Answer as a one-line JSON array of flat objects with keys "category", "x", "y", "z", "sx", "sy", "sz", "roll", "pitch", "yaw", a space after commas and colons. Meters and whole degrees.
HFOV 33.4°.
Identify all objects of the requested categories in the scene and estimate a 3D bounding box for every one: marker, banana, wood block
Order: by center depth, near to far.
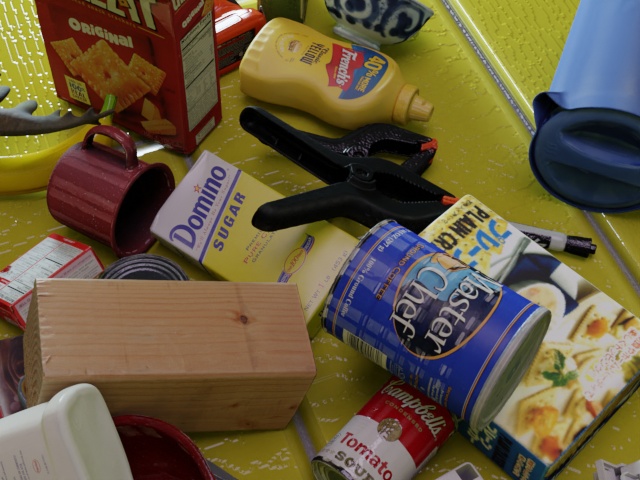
[{"category": "wood block", "x": -0.119, "y": 0.090, "z": 0.829, "sx": 0.205, "sy": 0.090, "sz": 0.091, "roll": 2, "pitch": 51, "yaw": -22}, {"category": "marker", "x": 0.193, "y": -0.005, "z": 0.982, "sx": 0.121, "sy": 0.020, "sz": 0.020, "roll": 13, "pitch": 55, "yaw": 8}, {"category": "banana", "x": -0.277, "y": -0.077, "z": 1.005, "sx": 0.197, "sy": 0.037, "sz": 0.069, "roll": -17, "pitch": 74, "yaw": -3}]

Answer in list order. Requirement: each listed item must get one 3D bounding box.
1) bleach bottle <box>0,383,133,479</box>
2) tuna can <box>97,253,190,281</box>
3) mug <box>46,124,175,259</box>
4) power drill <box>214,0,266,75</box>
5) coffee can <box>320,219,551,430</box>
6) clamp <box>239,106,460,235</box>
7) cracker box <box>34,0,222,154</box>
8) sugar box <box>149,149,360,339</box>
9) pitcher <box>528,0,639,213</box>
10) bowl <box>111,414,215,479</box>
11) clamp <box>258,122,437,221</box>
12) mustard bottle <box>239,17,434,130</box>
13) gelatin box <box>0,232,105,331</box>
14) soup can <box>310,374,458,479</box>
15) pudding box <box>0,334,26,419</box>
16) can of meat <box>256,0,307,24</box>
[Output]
[{"category": "bleach bottle", "x": -0.261, "y": 0.185, "z": 0.760, "sx": 0.251, "sy": 0.068, "sz": 0.102, "roll": -19, "pitch": 94, "yaw": 17}, {"category": "tuna can", "x": -0.153, "y": 0.056, "z": 0.923, "sx": 0.086, "sy": 0.034, "sz": 0.086, "roll": 1, "pitch": 54, "yaw": -1}, {"category": "mug", "x": -0.189, "y": -0.049, "z": 0.951, "sx": 0.082, "sy": 0.117, "sz": 0.093, "roll": 23, "pitch": 40, "yaw": 20}, {"category": "power drill", "x": -0.160, "y": -0.244, "z": 1.123, "sx": 0.184, "sy": 0.057, "sz": 0.188, "roll": -31, "pitch": 61, "yaw": -20}, {"category": "coffee can", "x": 0.086, "y": 0.062, "z": 0.801, "sx": 0.140, "sy": 0.103, "sz": 0.102, "roll": 31, "pitch": 59, "yaw": 21}, {"category": "clamp", "x": 0.024, "y": -0.053, "z": 0.947, "sx": 0.209, "sy": 0.036, "sz": 0.164, "roll": 8, "pitch": 39, "yaw": -24}, {"category": "cracker box", "x": -0.181, "y": -0.195, "z": 0.991, "sx": 0.164, "sy": 0.214, "sz": 0.072, "roll": 25, "pitch": 57, "yaw": 16}, {"category": "sugar box", "x": -0.056, "y": 0.001, "z": 0.943, "sx": 0.176, "sy": 0.048, "sz": 0.093, "roll": 31, "pitch": 78, "yaw": 17}, {"category": "pitcher", "x": 0.296, "y": -0.147, "z": 1.032, "sx": 0.145, "sy": 0.149, "sz": 0.242, "roll": 6, "pitch": 50, "yaw": 21}, {"category": "bowl", "x": -0.135, "y": 0.211, "z": 0.778, "sx": 0.162, "sy": 0.055, "sz": 0.162, "roll": -8, "pitch": 68, "yaw": 19}, {"category": "clamp", "x": 0.030, "y": -0.061, "z": 1.009, "sx": 0.171, "sy": 0.039, "sz": 0.120, "roll": -5, "pitch": 72, "yaw": -7}, {"category": "mustard bottle", "x": 0.022, "y": -0.157, "z": 1.064, "sx": 0.192, "sy": 0.058, "sz": 0.096, "roll": 22, "pitch": 52, "yaw": 13}, {"category": "gelatin box", "x": -0.241, "y": 0.035, "z": 0.919, "sx": 0.089, "sy": 0.030, "sz": 0.073, "roll": -41, "pitch": 33, "yaw": -26}, {"category": "soup can", "x": 0.050, "y": 0.160, "z": 0.832, "sx": 0.069, "sy": 0.068, "sz": 0.102, "roll": 37, "pitch": 62, "yaw": 22}, {"category": "pudding box", "x": -0.255, "y": 0.136, "z": 0.859, "sx": 0.090, "sy": 0.039, "sz": 0.113, "roll": -13, "pitch": 56, "yaw": -12}, {"category": "can of meat", "x": -0.038, "y": -0.286, "z": 1.129, "sx": 0.057, "sy": 0.102, "sz": 0.084, "roll": 5, "pitch": 57, "yaw": 3}]
